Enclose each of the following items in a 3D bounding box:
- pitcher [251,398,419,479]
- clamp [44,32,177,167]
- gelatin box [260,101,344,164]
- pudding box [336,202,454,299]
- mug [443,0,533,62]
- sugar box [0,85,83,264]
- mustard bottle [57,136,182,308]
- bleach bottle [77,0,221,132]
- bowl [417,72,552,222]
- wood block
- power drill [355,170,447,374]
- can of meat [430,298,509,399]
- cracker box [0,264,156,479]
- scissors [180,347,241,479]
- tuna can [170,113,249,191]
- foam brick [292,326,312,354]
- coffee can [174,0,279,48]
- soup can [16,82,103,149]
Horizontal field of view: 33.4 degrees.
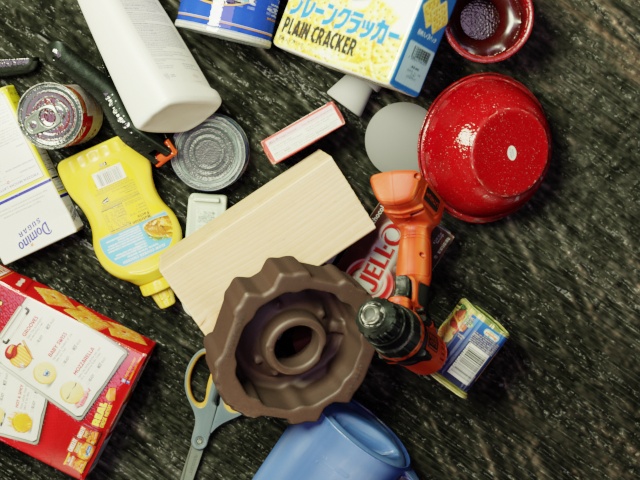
[{"bbox_3d":[-0.013,0.296,1.170,0.144,0.149,0.243,28,103,-38],"label":"pitcher"},{"bbox_3d":[-0.211,-0.159,1.134,0.039,0.120,0.171,-26,112,31],"label":"clamp"},{"bbox_3d":[-0.017,-0.115,1.142,0.089,0.073,0.030,-30,96,5],"label":"gelatin box"},{"bbox_3d":[0.079,0.015,1.174,0.090,0.039,0.113,33,97,-2],"label":"pudding box"},{"bbox_3d":[0.175,-0.242,1.115,0.093,0.081,0.117,23,98,-1],"label":"mug"},{"bbox_3d":[-0.342,-0.072,1.172,0.093,0.048,0.176,-24,100,4],"label":"sugar box"},{"bbox_3d":[-0.206,-0.015,1.168,0.096,0.058,0.191,-24,96,-8],"label":"mustard bottle"},{"bbox_3d":[-0.200,-0.235,1.117,0.068,0.102,0.251,-34,77,29],"label":"bleach bottle"},{"bbox_3d":[0.185,-0.095,1.121,0.161,0.055,0.162,-4,101,-20],"label":"bowl"},{"bbox_3d":[-0.057,0.001,1.113,0.206,0.090,0.091,-34,103,-1],"label":"wood block"},{"bbox_3d":[0.080,0.030,1.056,0.057,0.184,0.187,-3,71,20],"label":"power drill"},{"bbox_3d":[0.155,0.114,1.154,0.057,0.102,0.084,37,95,-5],"label":"can of meat"},{"bbox_3d":[-0.315,0.142,1.187,0.213,0.072,0.164,27,97,-1],"label":"cracker box"},{"bbox_3d":[-0.118,0.222,1.219,0.096,0.016,0.202,3,98,1],"label":"scissors"},{"bbox_3d":[-0.121,-0.097,1.167,0.086,0.033,0.086,0,98,2],"label":"tuna can"},{"bbox_3d":[0.003,0.119,1.171,0.051,0.078,0.053,-20,97,2],"label":"foam brick"},{"bbox_3d":[-0.087,-0.279,1.107,0.103,0.103,0.140,13,98,0],"label":"coffee can"},{"bbox_3d":[-0.274,-0.133,1.132,0.068,0.102,0.068,0,98,1],"label":"soup can"}]
